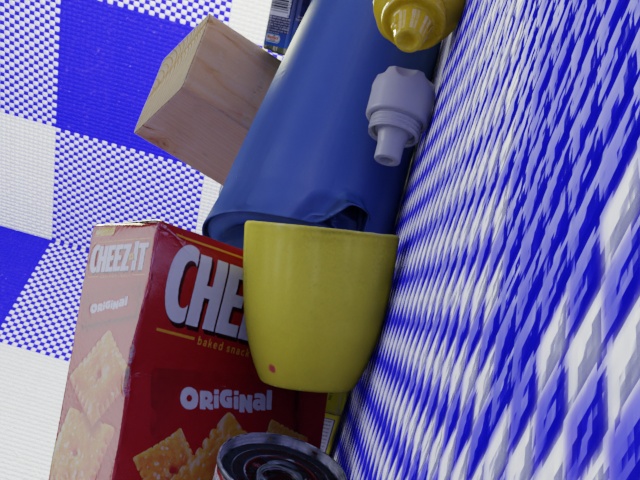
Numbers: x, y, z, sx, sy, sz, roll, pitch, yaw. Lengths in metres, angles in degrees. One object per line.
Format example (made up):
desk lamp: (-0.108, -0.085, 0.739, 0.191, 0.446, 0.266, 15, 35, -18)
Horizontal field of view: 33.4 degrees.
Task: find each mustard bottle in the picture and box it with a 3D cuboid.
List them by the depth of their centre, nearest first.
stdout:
mustard bottle: (0.073, -0.186, 0.724, 0.191, 0.058, 0.096, -74, 4, -46)

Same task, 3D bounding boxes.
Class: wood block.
wood block: (-0.045, -0.094, 0.946, 0.091, 0.205, 0.090, -31, 36, 49)

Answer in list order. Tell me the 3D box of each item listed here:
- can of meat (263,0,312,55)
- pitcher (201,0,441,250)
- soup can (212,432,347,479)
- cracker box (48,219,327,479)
can of meat: (0.002, -0.196, 0.917, 0.101, 0.058, 0.084, 1, -74, -47)
pitcher: (0.007, -0.080, 0.812, 0.145, 0.149, 0.242, 66, -141, -57)
soup can: (-0.031, 0.161, 0.554, 0.068, 0.068, 0.102, -71, -3, -73)
cracker box: (-0.072, 0.112, 0.643, 0.163, 0.072, 0.213, 21, -108, -45)
